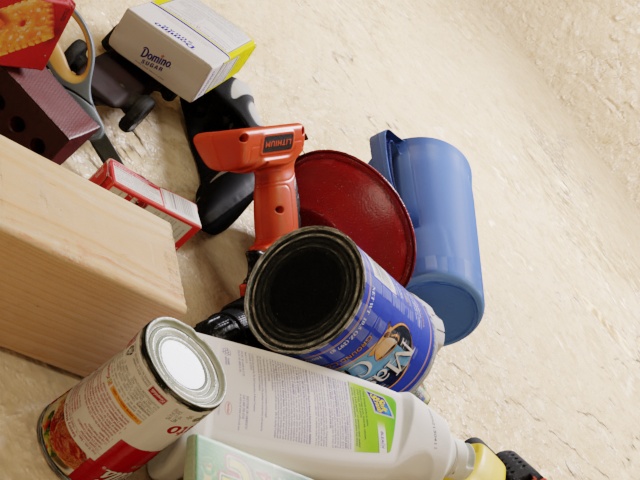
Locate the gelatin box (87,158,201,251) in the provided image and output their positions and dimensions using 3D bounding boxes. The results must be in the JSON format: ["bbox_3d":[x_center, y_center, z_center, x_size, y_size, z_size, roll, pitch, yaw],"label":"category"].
[{"bbox_3d":[-0.147,-0.014,0.807,0.089,0.073,0.030,29,31,-39],"label":"gelatin box"}]

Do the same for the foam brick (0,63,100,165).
[{"bbox_3d":[-0.221,-0.094,0.819,0.078,0.053,0.051,48,24,-5],"label":"foam brick"}]

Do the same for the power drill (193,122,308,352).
[{"bbox_3d":[-0.056,0.001,0.876,0.184,0.057,0.188,-20,107,-59],"label":"power drill"}]

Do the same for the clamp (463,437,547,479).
[{"bbox_3d":[0.179,0.233,0.978,0.165,0.036,0.210,57,-8,25],"label":"clamp"}]

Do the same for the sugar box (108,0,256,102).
[{"bbox_3d":[-0.126,-0.185,1.005,0.093,0.048,0.176,35,22,-1],"label":"sugar box"}]

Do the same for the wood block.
[{"bbox_3d":[-0.196,0.003,0.674,0.205,0.091,0.090,30,30,-39],"label":"wood block"}]

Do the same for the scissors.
[{"bbox_3d":[-0.207,-0.094,0.869,0.016,0.096,0.202,-142,-142,-77],"label":"scissors"}]

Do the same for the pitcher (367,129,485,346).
[{"bbox_3d":[0.111,-0.005,1.193,0.149,0.145,0.243,12,38,-10],"label":"pitcher"}]

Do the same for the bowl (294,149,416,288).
[{"bbox_3d":[0.005,0.001,0.980,0.162,0.162,0.055,52,44,3],"label":"bowl"}]

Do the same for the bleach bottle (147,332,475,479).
[{"bbox_3d":[0.004,0.142,0.765,0.250,0.068,0.102,18,50,-26],"label":"bleach bottle"}]

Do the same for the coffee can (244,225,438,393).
[{"bbox_3d":[0.019,0.063,0.841,0.140,0.103,0.103,41,22,-52],"label":"coffee can"}]

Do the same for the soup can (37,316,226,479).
[{"bbox_3d":[-0.116,0.101,0.658,0.068,0.102,0.068,40,25,-24],"label":"soup can"}]
